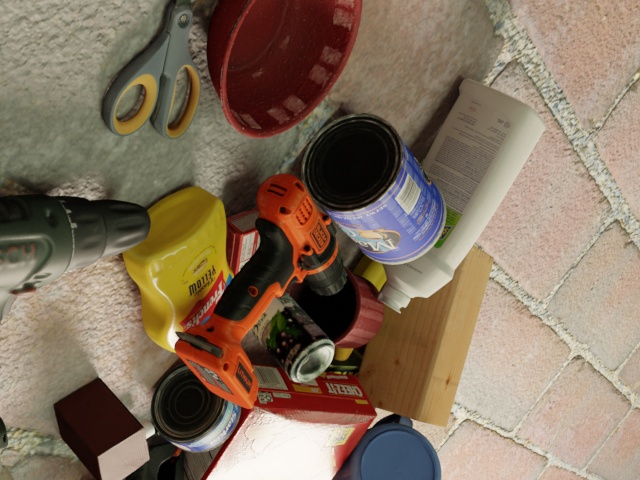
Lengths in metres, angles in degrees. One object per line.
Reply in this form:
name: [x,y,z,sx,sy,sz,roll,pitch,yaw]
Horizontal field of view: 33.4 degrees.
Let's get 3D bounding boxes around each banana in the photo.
banana: [0.065,0.042,1.187,0.037,0.070,0.198,32,102,-41]

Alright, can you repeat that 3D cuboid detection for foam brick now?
foam brick: [-0.200,0.176,0.977,0.051,0.078,0.053,-29,142,-29]

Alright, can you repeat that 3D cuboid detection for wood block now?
wood block: [0.120,0.100,1.229,0.090,0.090,0.206,27,78,-58]

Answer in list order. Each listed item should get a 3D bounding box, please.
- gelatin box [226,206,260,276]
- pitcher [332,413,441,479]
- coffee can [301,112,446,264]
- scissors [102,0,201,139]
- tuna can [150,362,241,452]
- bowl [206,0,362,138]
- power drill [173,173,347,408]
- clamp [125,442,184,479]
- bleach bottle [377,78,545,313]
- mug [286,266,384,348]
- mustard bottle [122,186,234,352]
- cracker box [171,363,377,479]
gelatin box: [-0.057,0.001,1.027,0.089,0.030,0.073,-24,141,-37]
pitcher: [0.058,0.282,1.275,0.144,0.149,0.243,-6,162,-18]
coffee can: [0.055,-0.048,1.049,0.103,0.103,0.140,-50,148,-2]
scissors: [-0.122,-0.157,0.798,0.096,0.016,0.202,-27,141,-34]
tuna can: [-0.124,0.163,1.052,0.086,0.086,0.033,-48,146,-6]
bowl: [-0.039,-0.165,0.849,0.161,0.055,0.162,-39,148,-30]
power drill: [-0.046,0.055,0.974,0.187,0.057,0.184,-60,150,-20]
clamp: [-0.178,0.255,1.052,0.039,0.171,0.120,-12,127,17]
bleach bottle: [0.132,-0.041,1.130,0.251,0.103,0.068,-58,146,0]
mug: [0.012,0.083,1.137,0.081,0.093,0.117,21,93,-62]
mustard bottle: [-0.120,0.047,0.965,0.096,0.058,0.192,-44,150,-30]
cracker box: [-0.062,0.235,1.153,0.163,0.072,0.214,11,122,-36]
